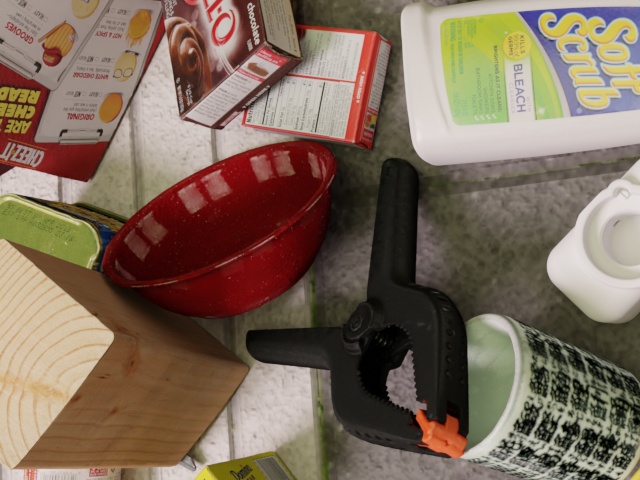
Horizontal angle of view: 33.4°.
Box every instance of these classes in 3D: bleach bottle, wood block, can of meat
[{"bbox_3d":[0.176,-0.106,0.611,0.251,0.068,0.102,-7,84,22],"label":"bleach bottle"},{"bbox_3d":[-0.134,0.077,0.647,0.091,0.206,0.090,38,91,19],"label":"wood block"},{"bbox_3d":[-0.171,0.005,0.745,0.102,0.083,0.057,19,93,24],"label":"can of meat"}]

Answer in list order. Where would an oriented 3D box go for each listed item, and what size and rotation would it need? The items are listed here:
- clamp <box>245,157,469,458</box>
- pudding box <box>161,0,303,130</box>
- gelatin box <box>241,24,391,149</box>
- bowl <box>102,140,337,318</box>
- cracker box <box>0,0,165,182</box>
[{"bbox_3d":[0.026,0.060,0.628,0.165,0.036,0.210,-48,33,18],"label":"clamp"},{"bbox_3d":[-0.061,-0.143,0.708,0.090,0.039,0.113,-35,56,36],"label":"pudding box"},{"bbox_3d":[-0.003,-0.103,0.708,0.089,0.030,0.073,11,90,28],"label":"gelatin box"},{"bbox_3d":[-0.054,0.001,0.679,0.162,0.162,0.055,-15,117,22],"label":"bowl"},{"bbox_3d":[-0.183,-0.158,0.722,0.072,0.164,0.214,32,98,25],"label":"cracker box"}]
